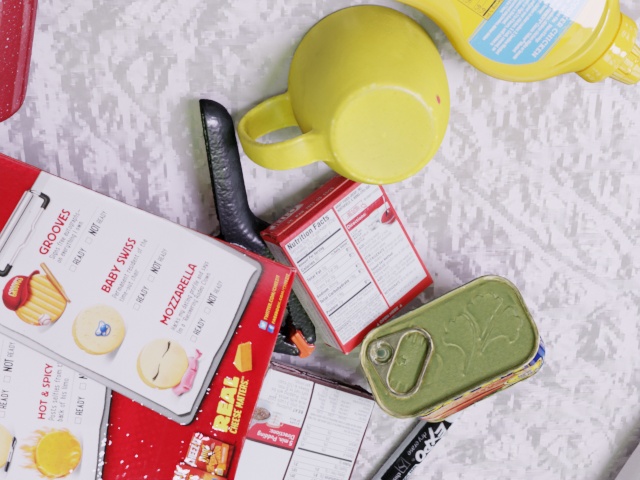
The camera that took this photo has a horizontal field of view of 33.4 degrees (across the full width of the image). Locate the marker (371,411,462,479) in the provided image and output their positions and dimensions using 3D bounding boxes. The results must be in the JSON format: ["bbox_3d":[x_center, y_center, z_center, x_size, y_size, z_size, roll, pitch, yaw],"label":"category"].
[{"bbox_3d":[0.072,0.129,0.714,0.020,0.020,0.121,30,111,-17],"label":"marker"}]

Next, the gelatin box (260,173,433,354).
[{"bbox_3d":[0.016,0.010,0.632,0.073,0.030,0.089,-39,116,-17],"label":"gelatin box"}]

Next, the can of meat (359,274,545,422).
[{"bbox_3d":[0.083,0.069,0.644,0.102,0.084,0.057,-27,71,10],"label":"can of meat"}]

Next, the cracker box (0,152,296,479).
[{"bbox_3d":[-0.138,0.057,0.547,0.213,0.072,0.164,21,70,-15],"label":"cracker box"}]

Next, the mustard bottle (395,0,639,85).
[{"bbox_3d":[0.099,-0.140,0.564,0.191,0.058,0.096,31,107,-17],"label":"mustard bottle"}]

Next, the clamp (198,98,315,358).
[{"bbox_3d":[-0.054,0.001,0.634,0.171,0.039,0.120,38,107,-26],"label":"clamp"}]

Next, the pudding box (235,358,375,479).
[{"bbox_3d":[-0.024,0.135,0.665,0.089,0.039,0.113,22,87,-32],"label":"pudding box"}]
